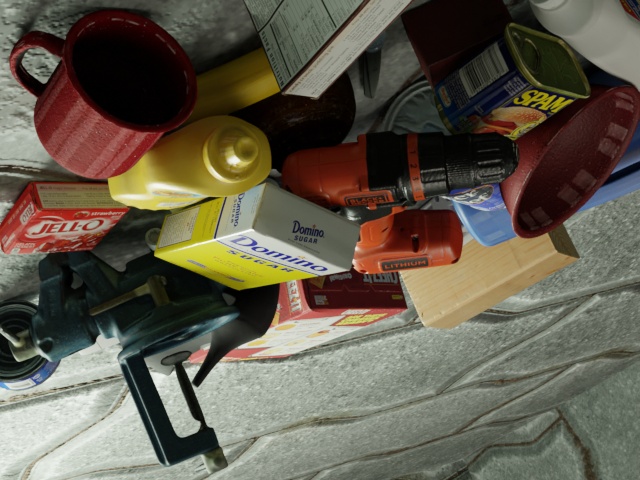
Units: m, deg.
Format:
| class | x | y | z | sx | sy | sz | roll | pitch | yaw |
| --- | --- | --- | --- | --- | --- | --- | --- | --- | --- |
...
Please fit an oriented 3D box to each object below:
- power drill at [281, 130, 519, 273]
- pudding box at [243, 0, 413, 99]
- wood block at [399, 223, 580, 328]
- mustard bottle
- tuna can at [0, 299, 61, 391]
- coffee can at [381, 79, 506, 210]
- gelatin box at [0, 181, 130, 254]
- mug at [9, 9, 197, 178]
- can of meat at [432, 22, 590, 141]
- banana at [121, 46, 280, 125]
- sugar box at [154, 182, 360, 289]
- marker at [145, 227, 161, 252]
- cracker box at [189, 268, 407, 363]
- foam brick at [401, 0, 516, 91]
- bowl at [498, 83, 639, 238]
| class | x | y | z | sx | sy | sz | roll | pitch | yaw |
| --- | --- | --- | --- | --- | --- | --- | --- | --- | --- |
| power drill | 0.074 | -0.033 | 0.888 | 0.184 | 0.057 | 0.187 | -4 | 157 | 11 |
| pudding box | 0.002 | -0.161 | 0.693 | 0.039 | 0.090 | 0.114 | -3 | 152 | -41 |
| wood block | 0.221 | 0.031 | 1.412 | 0.206 | 0.091 | 0.090 | -32 | 158 | 26 |
| mustard bottle | -0.091 | -0.057 | 0.798 | 0.096 | 0.058 | 0.192 | -6 | -179 | -26 |
| tuna can | -0.300 | 0.103 | 1.053 | 0.086 | 0.086 | 0.034 | -20 | 158 | -6 |
| coffee can | 0.134 | -0.087 | 1.001 | 0.103 | 0.103 | 0.140 | -32 | 158 | 25 |
| gelatin box | -0.219 | -0.019 | 0.909 | 0.089 | 0.030 | 0.073 | -3 | 152 | -44 |
| mug | -0.152 | -0.098 | 0.712 | 0.117 | 0.093 | 0.082 | 25 | 143 | -22 |
| can of meat | 0.150 | -0.120 | 0.846 | 0.084 | 0.057 | 0.101 | -34 | 157 | 36 |
| banana | -0.046 | -0.123 | 0.786 | 0.198 | 0.037 | 0.069 | -22 | -173 | 13 |
| sugar box | -0.056 | 0.001 | 0.873 | 0.093 | 0.048 | 0.177 | 23 | 163 | -28 |
| marker | -0.159 | 0.018 | 1.082 | 0.020 | 0.020 | 0.121 | -20 | 160 | -8 |
| cracker box | -0.033 | 0.081 | 1.249 | 0.163 | 0.072 | 0.214 | 3 | 158 | -46 |
| foam brick | 0.112 | -0.164 | 0.855 | 0.078 | 0.053 | 0.051 | -23 | 160 | 4 |
| bowl | 0.208 | -0.081 | 0.941 | 0.162 | 0.055 | 0.162 | -33 | 148 | -24 |
